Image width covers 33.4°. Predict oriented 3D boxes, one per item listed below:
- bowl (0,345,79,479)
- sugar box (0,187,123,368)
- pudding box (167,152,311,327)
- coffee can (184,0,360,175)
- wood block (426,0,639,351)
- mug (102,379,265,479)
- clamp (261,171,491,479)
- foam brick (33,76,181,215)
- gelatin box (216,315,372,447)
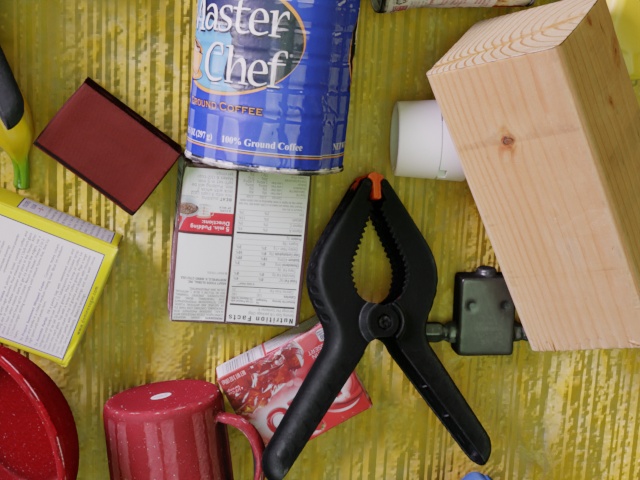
[{"bbox_3d":[-0.211,0.129,0.695,0.162,0.055,0.162,8,107,26],"label":"bowl"},{"bbox_3d":[-0.229,0.008,0.700,0.176,0.048,0.093,23,100,-8],"label":"sugar box"},{"bbox_3d":[-0.055,0.001,0.722,0.090,0.039,0.113,4,104,-10],"label":"pudding box"},{"bbox_3d":[-0.029,-0.118,0.666,0.102,0.103,0.140,4,102,-8],"label":"coffee can"},{"bbox_3d":[0.157,-0.039,0.684,0.091,0.090,0.206,-7,117,37],"label":"wood block"},{"bbox_3d":[-0.091,0.143,0.718,0.117,0.093,0.081,-2,99,22],"label":"mug"},{"bbox_3d":[0.028,0.061,0.715,0.164,0.036,0.210,-8,88,-23],"label":"clamp"},{"bbox_3d":[-0.136,-0.062,0.691,0.078,0.053,0.051,37,96,-14],"label":"foam brick"},{"bbox_3d":[-0.018,0.104,0.753,0.089,0.030,0.073,-27,104,0],"label":"gelatin box"}]
